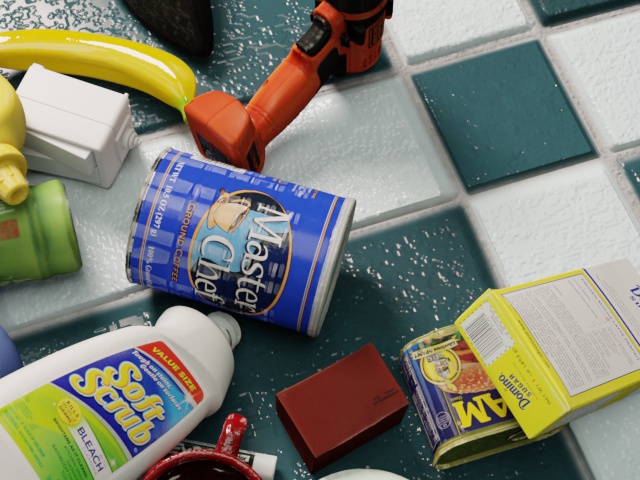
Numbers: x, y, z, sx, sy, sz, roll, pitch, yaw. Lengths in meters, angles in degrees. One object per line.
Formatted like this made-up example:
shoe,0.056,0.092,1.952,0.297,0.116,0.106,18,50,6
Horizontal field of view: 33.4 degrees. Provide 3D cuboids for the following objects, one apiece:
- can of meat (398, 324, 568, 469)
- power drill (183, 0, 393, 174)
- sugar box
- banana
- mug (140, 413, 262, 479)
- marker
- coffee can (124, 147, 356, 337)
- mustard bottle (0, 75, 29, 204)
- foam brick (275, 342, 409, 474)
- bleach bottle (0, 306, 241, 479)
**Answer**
can of meat,0.114,0.103,0.750,0.102,0.057,0.084,-14,63,-11
power drill,-0.018,-0.136,0.797,0.057,0.184,0.187,40,78,15
sugar box,0.179,0.069,0.732,0.175,0.048,0.093,-6,58,-47
banana,-0.178,-0.141,0.848,0.198,0.037,0.069,15,28,9
mug,-0.070,0.167,0.679,0.093,0.081,0.117,15,80,0
marker,-0.090,0.147,0.735,0.121,0.020,0.020,11,64,1
coffee can,-0.055,0.001,0.761,0.140,0.103,0.102,16,64,4
mustard bottle,-0.266,-0.089,0.760,0.096,0.058,0.192,-38,62,-18
foam brick,0.014,0.117,0.739,0.078,0.051,0.053,-26,70,-15
bleach bottle,-0.133,0.098,0.671,0.102,0.068,0.250,59,35,-3
